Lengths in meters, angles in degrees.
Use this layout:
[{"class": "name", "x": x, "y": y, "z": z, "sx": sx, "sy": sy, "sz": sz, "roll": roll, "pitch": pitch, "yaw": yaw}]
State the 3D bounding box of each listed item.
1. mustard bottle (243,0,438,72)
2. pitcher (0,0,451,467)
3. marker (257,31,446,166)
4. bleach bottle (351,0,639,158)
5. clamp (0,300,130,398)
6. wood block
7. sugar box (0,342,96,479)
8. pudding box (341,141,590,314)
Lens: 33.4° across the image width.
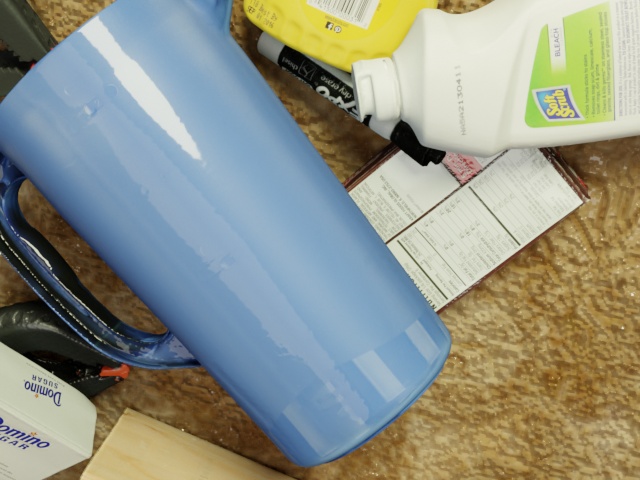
[{"class": "mustard bottle", "x": 0.037, "y": -0.177, "z": 0.512, "sx": 0.096, "sy": 0.058, "sz": 0.192, "roll": 23, "pitch": 124, "yaw": -4}, {"class": "pitcher", "x": -0.054, "y": 0.001, "z": 0.555, "sx": 0.243, "sy": 0.144, "sz": 0.149, "roll": 51, "pitch": 148, "yaw": -3}, {"class": "marker", "x": 0.017, "y": -0.077, "z": 0.568, "sx": 0.121, "sy": 0.020, "sz": 0.020, "roll": 37, "pitch": 111, "yaw": 18}, {"class": "bleach bottle", "x": 0.139, "y": -0.100, "z": 0.518, "sx": 0.251, "sy": 0.068, "sz": 0.102, "roll": -9, "pitch": 108, "yaw": 0}, {"class": "clamp", "x": -0.202, "y": 0.078, "z": 0.661, "sx": 0.171, "sy": 0.039, "sz": 0.120, "roll": 10, "pitch": 133, "yaw": -2}, {"class": "wood block", "x": -0.051, "y": 0.197, "z": 0.658, "sx": 0.206, "sy": 0.090, "sz": 0.091, "roll": 23, "pitch": 110, "yaw": 0}, {"class": "sugar box", "x": -0.231, "y": 0.125, "z": 0.652, "sx": 0.176, "sy": 0.048, "sz": 0.093, "roll": -29, "pitch": 130, "yaw": 23}, {"class": "pudding box", "x": 0.077, "y": -0.025, "z": 0.591, "sx": 0.114, "sy": 0.039, "sz": 0.090, "roll": -38, "pitch": 99, "yaw": 20}]
